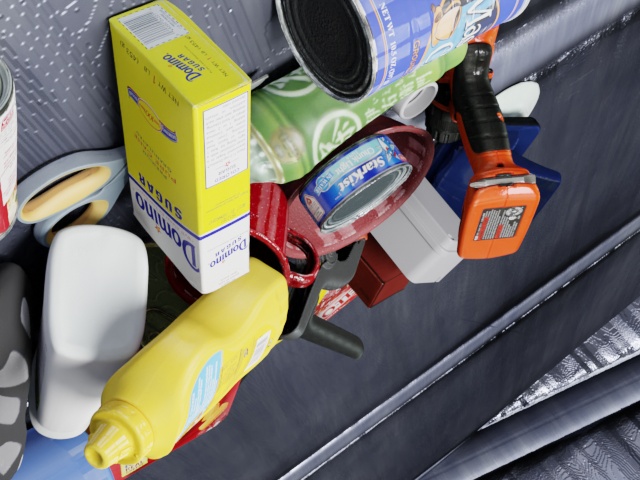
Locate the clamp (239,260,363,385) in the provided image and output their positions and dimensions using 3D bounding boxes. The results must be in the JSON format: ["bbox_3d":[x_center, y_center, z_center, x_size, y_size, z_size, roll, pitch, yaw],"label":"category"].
[{"bbox_3d":[-0.052,0.086,1.071,0.164,0.036,0.210,-22,141,0],"label":"clamp"}]

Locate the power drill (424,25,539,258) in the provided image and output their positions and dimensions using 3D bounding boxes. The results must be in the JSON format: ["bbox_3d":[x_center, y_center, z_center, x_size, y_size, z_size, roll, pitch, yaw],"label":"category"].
[{"bbox_3d":[0.126,-0.083,0.892,0.057,0.187,0.184,-8,153,-4],"label":"power drill"}]

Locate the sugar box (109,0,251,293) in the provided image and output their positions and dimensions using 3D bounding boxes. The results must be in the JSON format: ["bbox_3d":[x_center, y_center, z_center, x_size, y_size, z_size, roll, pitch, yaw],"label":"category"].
[{"bbox_3d":[-0.086,-0.053,0.669,0.048,0.093,0.176,-27,147,-26],"label":"sugar box"}]

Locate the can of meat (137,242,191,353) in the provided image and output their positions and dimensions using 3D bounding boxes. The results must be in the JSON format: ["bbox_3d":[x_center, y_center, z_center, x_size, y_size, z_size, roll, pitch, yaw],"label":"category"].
[{"bbox_3d":[-0.138,0.067,0.843,0.057,0.102,0.084,-5,145,-32],"label":"can of meat"}]

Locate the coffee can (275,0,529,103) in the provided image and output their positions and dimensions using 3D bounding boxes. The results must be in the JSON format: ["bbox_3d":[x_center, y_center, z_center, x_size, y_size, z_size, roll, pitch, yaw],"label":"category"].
[{"bbox_3d":[0.056,-0.166,0.703,0.140,0.103,0.103,-31,157,-23],"label":"coffee can"}]

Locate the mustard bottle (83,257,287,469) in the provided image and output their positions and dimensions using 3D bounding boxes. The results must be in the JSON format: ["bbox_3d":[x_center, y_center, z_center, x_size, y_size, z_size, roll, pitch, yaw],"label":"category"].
[{"bbox_3d":[-0.092,0.090,0.712,0.191,0.058,0.096,-44,163,-53],"label":"mustard bottle"}]

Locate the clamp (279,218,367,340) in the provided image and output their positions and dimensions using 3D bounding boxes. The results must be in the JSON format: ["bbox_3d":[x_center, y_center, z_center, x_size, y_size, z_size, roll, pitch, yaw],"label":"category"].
[{"bbox_3d":[-0.010,0.005,0.988,0.039,0.120,0.171,-4,-160,28],"label":"clamp"}]

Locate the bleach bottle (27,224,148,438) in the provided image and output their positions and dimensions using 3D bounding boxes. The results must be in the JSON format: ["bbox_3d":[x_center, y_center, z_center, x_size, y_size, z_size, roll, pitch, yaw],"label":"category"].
[{"bbox_3d":[-0.188,0.085,0.812,0.068,0.102,0.251,6,154,-18],"label":"bleach bottle"}]

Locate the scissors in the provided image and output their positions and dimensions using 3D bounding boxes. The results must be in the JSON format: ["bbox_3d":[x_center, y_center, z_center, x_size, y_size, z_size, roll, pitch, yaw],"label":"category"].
[{"bbox_3d":[-0.125,-0.052,0.745,0.201,0.016,0.096,-27,157,-30],"label":"scissors"}]

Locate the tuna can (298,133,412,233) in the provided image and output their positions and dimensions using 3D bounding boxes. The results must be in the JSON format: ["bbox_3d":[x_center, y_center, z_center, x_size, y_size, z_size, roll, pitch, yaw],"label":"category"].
[{"bbox_3d":[0.026,-0.043,0.815,0.086,0.034,0.086,-34,169,-8],"label":"tuna can"}]

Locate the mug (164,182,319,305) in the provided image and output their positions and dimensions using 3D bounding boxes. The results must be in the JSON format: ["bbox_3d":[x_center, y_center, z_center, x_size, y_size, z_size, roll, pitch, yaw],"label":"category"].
[{"bbox_3d":[-0.055,0.001,0.815,0.081,0.117,0.093,-86,-164,-49],"label":"mug"}]

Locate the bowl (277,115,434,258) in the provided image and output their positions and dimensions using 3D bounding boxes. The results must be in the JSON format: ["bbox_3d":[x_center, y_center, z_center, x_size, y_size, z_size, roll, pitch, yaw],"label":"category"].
[{"bbox_3d":[0.016,-0.057,0.910,0.162,0.055,0.162,-28,154,-15],"label":"bowl"}]

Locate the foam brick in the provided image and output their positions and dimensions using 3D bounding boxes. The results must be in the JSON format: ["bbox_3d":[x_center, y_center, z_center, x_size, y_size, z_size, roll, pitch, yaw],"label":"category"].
[{"bbox_3d":[0.052,0.020,1.112,0.051,0.078,0.053,-28,158,-31],"label":"foam brick"}]

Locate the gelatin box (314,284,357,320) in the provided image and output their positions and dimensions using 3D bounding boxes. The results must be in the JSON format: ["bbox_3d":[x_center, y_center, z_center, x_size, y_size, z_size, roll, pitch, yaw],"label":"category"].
[{"bbox_3d":[0.014,0.054,1.179,0.089,0.030,0.073,-38,160,-4],"label":"gelatin box"}]
